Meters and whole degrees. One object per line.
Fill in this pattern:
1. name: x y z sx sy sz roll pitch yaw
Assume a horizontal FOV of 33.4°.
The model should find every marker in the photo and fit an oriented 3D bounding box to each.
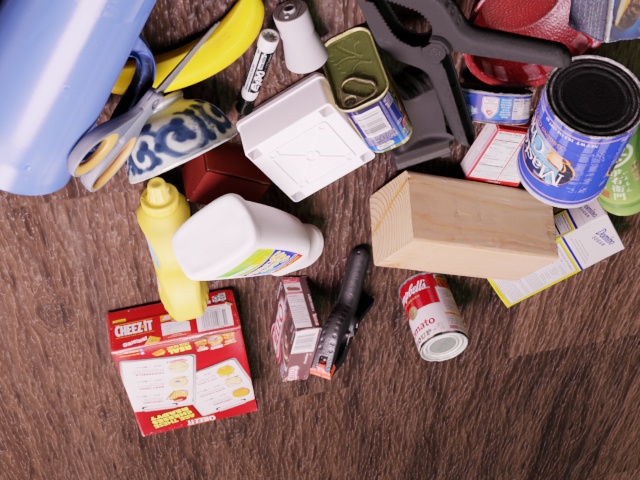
1. marker: -0.065 -0.166 1.070 0.020 0.020 0.121 -1 150 -19

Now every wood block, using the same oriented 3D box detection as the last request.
1. wood block: 0.172 -0.015 1.278 0.205 0.090 0.091 7 158 -26

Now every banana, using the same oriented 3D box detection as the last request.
1. banana: -0.126 -0.186 1.032 0.198 0.037 0.069 -31 117 15

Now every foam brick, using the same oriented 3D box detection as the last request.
1. foam brick: -0.104 -0.071 1.162 0.078 0.053 0.051 12 134 -29

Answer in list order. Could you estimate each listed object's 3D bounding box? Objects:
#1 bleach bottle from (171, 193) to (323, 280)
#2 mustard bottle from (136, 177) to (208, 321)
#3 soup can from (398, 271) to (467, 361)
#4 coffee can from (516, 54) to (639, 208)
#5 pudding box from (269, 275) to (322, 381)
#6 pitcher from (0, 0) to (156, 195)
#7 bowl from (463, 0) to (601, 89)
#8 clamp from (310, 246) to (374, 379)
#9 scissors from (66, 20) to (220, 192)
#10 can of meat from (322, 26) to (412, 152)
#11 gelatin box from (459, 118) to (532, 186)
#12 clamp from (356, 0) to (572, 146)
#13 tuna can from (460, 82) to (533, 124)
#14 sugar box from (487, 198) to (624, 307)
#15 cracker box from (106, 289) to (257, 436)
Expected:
1. bleach bottle: -0.058 0.001 1.197 0.103 0.068 0.250 -32 165 22
2. mustard bottle: -0.167 0.000 1.190 0.058 0.096 0.191 -12 141 -5
3. soup can: 0.150 0.101 1.418 0.068 0.102 0.068 -10 141 -8
4. coffee can: 0.272 -0.112 1.127 0.102 0.103 0.140 -10 153 -8
5. pudding box: -0.034 0.115 1.381 0.039 0.090 0.114 -3 139 -19
6. pitcher: -0.227 -0.165 0.952 0.145 0.149 0.243 38 122 -1
7. bowl: 0.213 -0.231 1.075 0.162 0.055 0.162 -10 141 -8
8. clamp: 0.030 0.093 1.342 0.039 0.171 0.120 8 134 20
9. scissors: -0.168 -0.125 0.982 0.202 0.016 0.096 -52 169 17
10. can of meat: 0.048 -0.150 1.081 0.057 0.102 0.084 -24 143 11
11. gelatin box: 0.216 -0.106 1.249 0.073 0.030 0.089 5 137 -23
12. clamp: 0.126 -0.194 1.029 0.210 0.036 0.165 41 138 -16
13. tuna can: 0.182 -0.147 1.139 0.086 0.086 0.034 0 106 -19
14. sugar box: 0.305 0.015 1.415 0.176 0.048 0.093 -30 139 11
15. cracker box: -0.178 0.162 1.404 0.164 0.072 0.214 -12 142 -5
